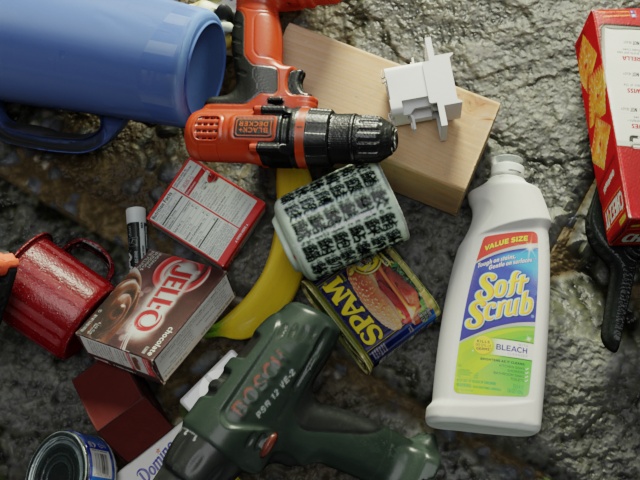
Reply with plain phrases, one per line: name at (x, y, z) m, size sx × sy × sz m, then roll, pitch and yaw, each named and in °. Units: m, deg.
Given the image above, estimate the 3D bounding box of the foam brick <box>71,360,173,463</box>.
foam brick at (-0.174, 0.143, 0.933) m, size 0.051 × 0.053 × 0.078 m, roll -35°, pitch 42°, yaw -7°

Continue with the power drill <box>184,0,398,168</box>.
power drill at (-0.019, -0.152, 0.917) m, size 0.184 × 0.057 × 0.187 m, roll 3°, pitch 74°, yaw 12°

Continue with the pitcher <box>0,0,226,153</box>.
pitcher at (-0.216, -0.166, 0.981) m, size 0.243 × 0.149 × 0.145 m, roll 13°, pitch 67°, yaw 14°

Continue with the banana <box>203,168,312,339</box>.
banana at (-0.042, 0.013, 0.975) m, size 0.069 × 0.037 × 0.198 m, roll 27°, pitch 83°, yaw -19°

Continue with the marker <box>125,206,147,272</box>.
marker at (-0.169, 0.028, 0.997) m, size 0.020 × 0.020 × 0.121 m, roll -6°, pitch 76°, yaw 1°

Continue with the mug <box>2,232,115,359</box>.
mug at (-0.233, 0.046, 0.966) m, size 0.081 × 0.093 × 0.117 m, roll 33°, pitch 51°, yaw 5°

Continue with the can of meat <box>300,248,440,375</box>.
can of meat at (0.046, 0.055, 0.961) m, size 0.084 × 0.057 × 0.102 m, roll -36°, pitch 77°, yaw -9°

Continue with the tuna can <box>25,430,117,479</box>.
tuna can at (-0.217, 0.208, 0.923) m, size 0.086 × 0.033 × 0.086 m, roll -17°, pitch 62°, yaw 35°

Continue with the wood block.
wood block at (0.049, -0.110, 0.986) m, size 0.206 × 0.090 × 0.091 m, roll 22°, pitch 78°, yaw 7°

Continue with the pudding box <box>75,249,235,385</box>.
pudding box at (-0.142, 0.064, 0.932) m, size 0.090 × 0.039 × 0.113 m, roll 13°, pitch 52°, yaw 32°

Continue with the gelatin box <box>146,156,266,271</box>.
gelatin box at (-0.106, -0.025, 1.001) m, size 0.089 × 0.030 × 0.073 m, roll 31°, pitch 79°, yaw 7°

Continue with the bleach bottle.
bleach bottle at (0.153, 0.044, 0.956) m, size 0.102 × 0.068 × 0.251 m, roll 5°, pitch 74°, yaw 2°
